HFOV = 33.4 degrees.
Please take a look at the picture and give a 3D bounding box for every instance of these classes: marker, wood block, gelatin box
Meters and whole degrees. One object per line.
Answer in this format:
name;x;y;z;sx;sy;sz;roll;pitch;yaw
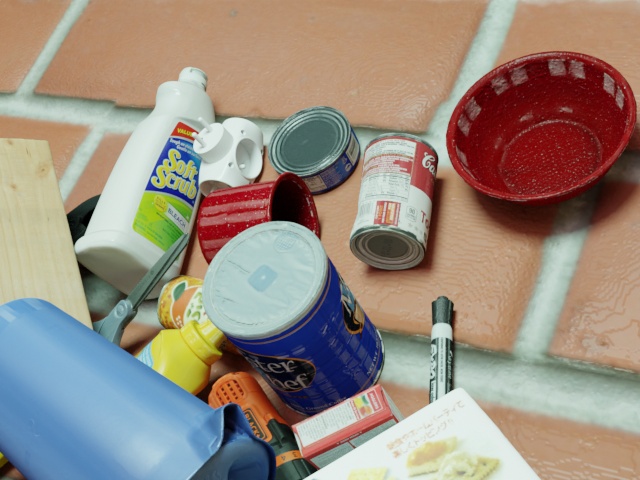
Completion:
marker;0.097;0.098;0.856;0.020;0.020;0.121;-9;53;20
wood block;-0.284;0.015;0.975;0.091;0.090;0.206;-48;53;45
gelatin box;0.028;0.148;0.806;0.073;0.089;0.030;-26;59;5

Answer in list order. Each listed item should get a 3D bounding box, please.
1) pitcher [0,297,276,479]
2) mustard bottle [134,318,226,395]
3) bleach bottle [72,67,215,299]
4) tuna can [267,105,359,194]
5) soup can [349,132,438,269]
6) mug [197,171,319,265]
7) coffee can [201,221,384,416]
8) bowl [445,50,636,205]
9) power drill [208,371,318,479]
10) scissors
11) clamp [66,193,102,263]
pitcher;-0.165;0.152;0.787;0.243;0.145;0.149;30;65;30
mustard bottle;-0.152;0.131;0.901;0.191;0.058;0.096;-42;16;4
bleach bottle;-0.159;-0.072;1.050;0.068;0.102;0.250;-13;51;34
tuna can;-0.006;-0.087;1.032;0.086;0.033;0.086;-13;52;17
soup can;0.065;-0.034;0.936;0.069;0.068;0.102;-4;55;23
mug;-0.056;0.001;0.966;0.082;0.093;0.117;-7;88;27
coffee can;-0.019;0.065;0.855;0.103;0.140;0.103;-13;52;17
bowl;0.193;-0.086;0.920;0.162;0.055;0.162;-13;52;17
power drill;-0.089;0.216;0.838;0.187;0.057;0.185;-35;48;-3
scissors;-0.176;0.084;0.960;0.202;0.016;0.096;-36;57;26
clamp;-0.248;0.005;1.070;0.171;0.039;0.120;-22;50;5
